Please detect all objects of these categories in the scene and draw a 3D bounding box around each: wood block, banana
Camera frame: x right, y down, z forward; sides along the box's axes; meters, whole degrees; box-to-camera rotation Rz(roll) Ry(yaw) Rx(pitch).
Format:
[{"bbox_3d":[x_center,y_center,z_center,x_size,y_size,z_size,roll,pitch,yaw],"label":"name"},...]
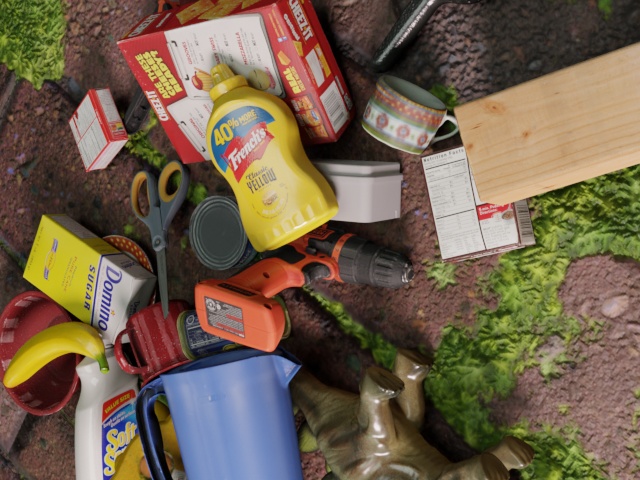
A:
[{"bbox_3d":[0.236,-0.104,0.939,0.206,0.090,0.090,-18,83,22],"label":"wood block"},{"bbox_3d":[-0.326,0.137,1.310,0.198,0.037,0.069,-14,57,39],"label":"banana"}]

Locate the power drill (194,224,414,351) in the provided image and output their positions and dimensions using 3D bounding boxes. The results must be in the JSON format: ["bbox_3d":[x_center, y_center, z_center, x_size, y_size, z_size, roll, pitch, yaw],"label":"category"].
[{"bbox_3d":[-0.021,0.044,1.090,0.185,0.187,0.057,12,119,34],"label":"power drill"}]

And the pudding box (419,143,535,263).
[{"bbox_3d":[0.154,-0.041,1.053,0.090,0.039,0.113,-14,83,33],"label":"pudding box"}]

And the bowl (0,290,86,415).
[{"bbox_3d":[-0.352,0.143,1.393,0.162,0.055,0.162,2,94,34],"label":"bowl"}]

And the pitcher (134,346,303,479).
[{"bbox_3d":[-0.089,0.238,1.108,0.149,0.144,0.243,-14,87,58],"label":"pitcher"}]

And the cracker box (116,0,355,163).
[{"bbox_3d":[-0.088,-0.178,1.147,0.214,0.072,0.164,-5,125,34],"label":"cracker box"}]

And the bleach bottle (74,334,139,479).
[{"bbox_3d":[-0.262,0.240,1.311,0.068,0.102,0.251,-13,85,49],"label":"bleach bottle"}]

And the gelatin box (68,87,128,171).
[{"bbox_3d":[-0.276,-0.137,1.326,0.089,0.030,0.073,-38,71,52],"label":"gelatin box"}]

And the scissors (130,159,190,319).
[{"bbox_3d":[-0.176,-0.013,1.256,0.096,0.016,0.202,-38,54,20],"label":"scissors"}]

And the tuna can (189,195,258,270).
[{"bbox_3d":[-0.109,-0.009,1.233,0.086,0.033,0.086,2,94,34],"label":"tuna can"}]

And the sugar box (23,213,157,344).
[{"bbox_3d":[-0.288,0.046,1.325,0.176,0.048,0.093,31,109,31],"label":"sugar box"}]

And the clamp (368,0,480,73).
[{"bbox_3d":[0.118,-0.262,1.063,0.210,0.036,0.164,-6,89,34],"label":"clamp"}]

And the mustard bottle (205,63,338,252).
[{"bbox_3d":[-0.063,-0.092,1.079,0.096,0.058,0.191,-29,83,26],"label":"mustard bottle"}]

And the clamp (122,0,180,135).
[{"bbox_3d":[-0.196,-0.198,1.279,0.120,0.039,0.171,2,89,38],"label":"clamp"}]

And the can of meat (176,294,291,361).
[{"bbox_3d":[-0.094,0.095,1.191,0.084,0.101,0.057,-17,82,31],"label":"can of meat"}]

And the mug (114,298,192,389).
[{"bbox_3d":[-0.189,0.123,1.250,0.093,0.117,0.081,-42,65,46],"label":"mug"}]
